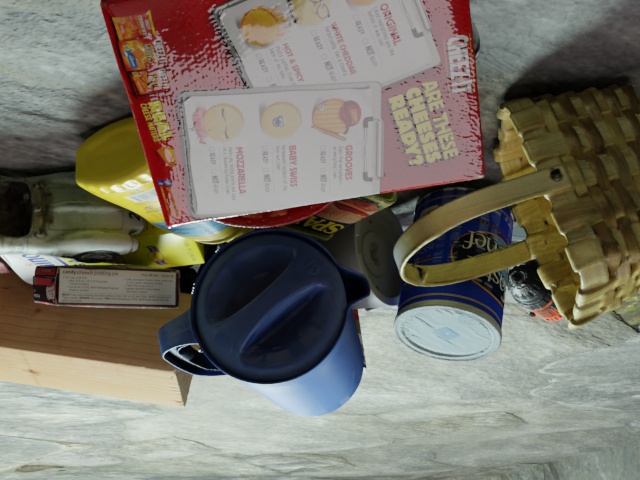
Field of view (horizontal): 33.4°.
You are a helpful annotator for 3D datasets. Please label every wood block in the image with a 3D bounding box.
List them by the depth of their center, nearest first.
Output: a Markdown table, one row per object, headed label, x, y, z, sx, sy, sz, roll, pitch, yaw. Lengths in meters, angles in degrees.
| label | x | y | z | sx | sy | sz | roll | pitch | yaw |
| --- | --- | --- | --- | --- | --- | --- | --- | --- | --- |
| wood block | -0.234 | 0.101 | 1.094 | 0.206 | 0.090 | 0.091 | 8 | 147 | 5 |

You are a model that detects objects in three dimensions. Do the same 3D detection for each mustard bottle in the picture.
| label | x | y | z | sx | sy | sz | roll | pitch | yaw |
| --- | --- | --- | --- | --- | --- | --- | --- | --- | --- |
| mustard bottle | -0.112 | -0.040 | 0.903 | 0.096 | 0.058 | 0.191 | -16 | 154 | 24 |

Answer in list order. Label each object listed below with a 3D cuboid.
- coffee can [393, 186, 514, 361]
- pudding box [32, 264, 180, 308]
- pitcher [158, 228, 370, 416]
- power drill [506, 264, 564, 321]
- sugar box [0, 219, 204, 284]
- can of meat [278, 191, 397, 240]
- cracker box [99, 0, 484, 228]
| label | x | y | z | sx | sy | sz | roll | pitch | yaw |
| --- | --- | --- | --- | --- | --- | --- | --- | --- | --- |
| coffee can | 0.132 | 0.033 | 1.045 | 0.103 | 0.140 | 0.103 | 9 | 146 | 6 |
| pudding box | -0.193 | 0.042 | 0.959 | 0.113 | 0.039 | 0.090 | 1 | 180 | -26 |
| pitcher | -0.036 | 0.092 | 0.981 | 0.149 | 0.145 | 0.243 | 27 | 167 | 17 |
| power drill | 0.333 | 0.048 | 1.318 | 0.188 | 0.057 | 0.184 | -14 | 162 | 23 |
| sugar box | -0.204 | 0.001 | 1.007 | 0.176 | 0.048 | 0.093 | -10 | 159 | 0 |
| can of meat | 0.006 | -0.047 | 0.949 | 0.084 | 0.057 | 0.101 | -27 | 152 | 35 |
| cracker box | -0.013 | -0.106 | 0.677 | 0.213 | 0.072 | 0.164 | -10 | 125 | 3 |
